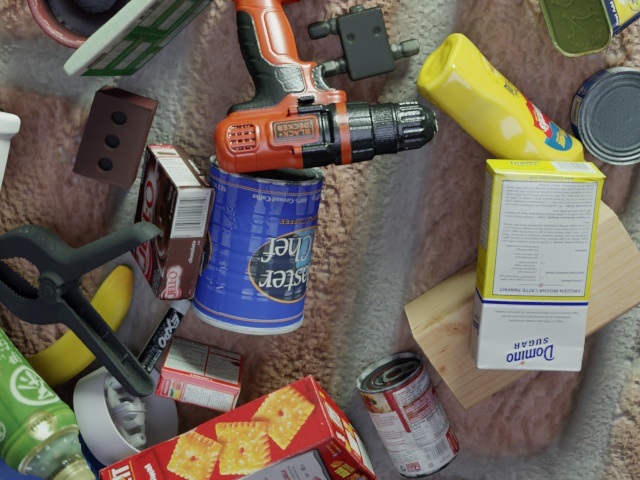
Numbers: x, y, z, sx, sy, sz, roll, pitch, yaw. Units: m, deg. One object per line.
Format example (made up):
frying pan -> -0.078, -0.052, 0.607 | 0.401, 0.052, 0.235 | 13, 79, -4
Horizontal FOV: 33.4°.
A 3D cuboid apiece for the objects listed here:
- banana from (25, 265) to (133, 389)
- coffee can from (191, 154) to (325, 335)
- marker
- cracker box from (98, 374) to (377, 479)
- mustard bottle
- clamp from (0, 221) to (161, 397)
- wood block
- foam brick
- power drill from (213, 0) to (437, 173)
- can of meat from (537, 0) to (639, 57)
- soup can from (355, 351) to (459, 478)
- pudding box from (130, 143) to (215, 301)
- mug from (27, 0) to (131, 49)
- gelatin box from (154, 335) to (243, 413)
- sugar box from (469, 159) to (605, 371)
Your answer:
banana -> -0.248, 0.099, 1.010 | 0.198, 0.037, 0.069 | -30, 106, 7
coffee can -> -0.056, 0.001, 0.952 | 0.102, 0.103, 0.140 | 8, 106, -4
marker -> -0.144, 0.082, 0.995 | 0.020, 0.020, 0.121 | 33, 79, -11
cracker box -> -0.071, 0.217, 0.991 | 0.214, 0.072, 0.164 | -24, 150, 6
mustard bottle -> 0.171, -0.095, 0.932 | 0.191, 0.096, 0.058 | 40, 113, -12
clamp -> -0.225, 0.031, 0.944 | 0.210, 0.036, 0.165 | 23, 117, 20
wood block -> 0.191, 0.053, 0.980 | 0.206, 0.091, 0.090 | -34, 105, 8
foam brick -> -0.181, -0.092, 0.947 | 0.053, 0.051, 0.078 | 17, 106, -6
power drill -> -0.004, -0.152, 0.891 | 0.184, 0.057, 0.187 | -7, 77, -3
can of meat -> 0.228, -0.218, 0.898 | 0.058, 0.083, 0.102 | -5, 115, 47
soup can -> 0.085, 0.168, 1.023 | 0.068, 0.068, 0.102 | -24, 106, 5
pudding box -> -0.133, -0.016, 0.940 | 0.039, 0.090, 0.114 | 0, 119, -30
mug -> -0.196, -0.222, 0.893 | 0.093, 0.081, 0.117 | -23, 106, 5
gelatin box -> -0.111, 0.125, 0.994 | 0.073, 0.089, 0.030 | 15, 104, -6
sugar box -> 0.180, 0.022, 0.899 | 0.093, 0.048, 0.176 | 2, 111, -2
